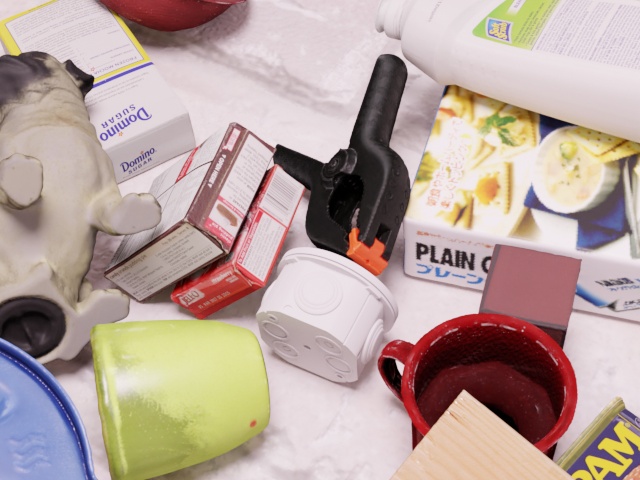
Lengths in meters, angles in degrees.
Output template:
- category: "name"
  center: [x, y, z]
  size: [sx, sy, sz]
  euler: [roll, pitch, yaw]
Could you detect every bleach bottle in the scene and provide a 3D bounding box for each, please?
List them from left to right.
- category: "bleach bottle"
  center: [0.157, -0.127, 0.701]
  size: [0.251, 0.068, 0.102]
  euler: [19, 52, 23]

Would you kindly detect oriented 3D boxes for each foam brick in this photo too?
- category: "foam brick"
  center: [0.123, 0.048, 0.639]
  size: [0.051, 0.078, 0.053]
  euler: [11, 56, 13]

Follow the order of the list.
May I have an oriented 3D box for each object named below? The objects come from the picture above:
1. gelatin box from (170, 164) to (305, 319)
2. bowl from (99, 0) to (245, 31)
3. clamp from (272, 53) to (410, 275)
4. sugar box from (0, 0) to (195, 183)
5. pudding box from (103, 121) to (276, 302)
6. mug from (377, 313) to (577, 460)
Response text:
- category: "gelatin box"
  center: [-0.055, 0.001, 0.698]
  size: [0.073, 0.030, 0.089]
  euler: [-27, 33, 46]
- category: "bowl"
  center: [-0.139, -0.217, 0.861]
  size: [0.162, 0.055, 0.162]
  euler: [26, 28, -15]
- category: "clamp"
  center: [0.026, -0.051, 0.701]
  size: [0.120, 0.039, 0.171]
  euler: [-49, 35, 20]
- category: "sugar box"
  center: [-0.175, -0.120, 0.823]
  size: [0.093, 0.048, 0.176]
  euler: [-26, 58, -14]
- category: "pudding box"
  center: [-0.086, -0.017, 0.696]
  size: [0.039, 0.114, 0.090]
  euler: [35, 53, -20]
- category: "mug"
  center: [0.082, 0.096, 0.601]
  size: [0.117, 0.081, 0.093]
  euler: [26, 58, 23]
